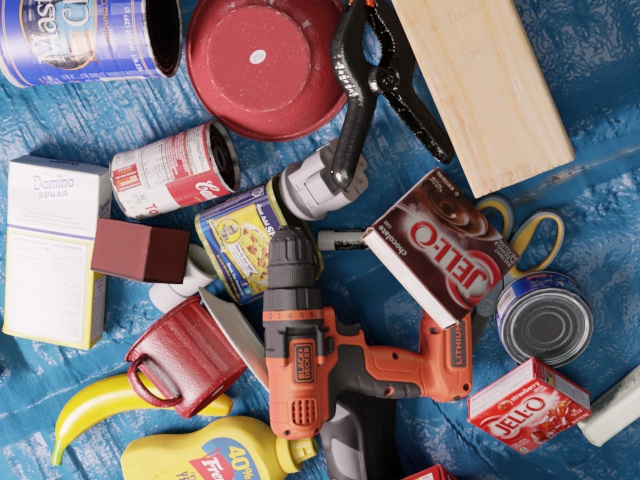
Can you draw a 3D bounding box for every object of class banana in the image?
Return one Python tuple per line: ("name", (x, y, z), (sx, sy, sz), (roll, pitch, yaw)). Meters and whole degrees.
("banana", (-0.186, 0.165, 1.065), (0.198, 0.037, 0.069), (-18, 96, 11))

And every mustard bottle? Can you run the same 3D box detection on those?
("mustard bottle", (-0.094, 0.224, 1.056), (0.192, 0.058, 0.096), (-16, 103, 14))

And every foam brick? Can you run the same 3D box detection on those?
("foam brick", (-0.167, 0.010, 0.990), (0.078, 0.052, 0.051), (9, 92, 39))

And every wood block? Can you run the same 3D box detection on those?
("wood block", (0.132, -0.153, 0.891), (0.090, 0.090, 0.206), (-22, 100, 14))

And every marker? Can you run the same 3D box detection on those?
("marker", (0.058, -0.001, 0.985), (0.121, 0.020, 0.020), (-1, 105, 11))

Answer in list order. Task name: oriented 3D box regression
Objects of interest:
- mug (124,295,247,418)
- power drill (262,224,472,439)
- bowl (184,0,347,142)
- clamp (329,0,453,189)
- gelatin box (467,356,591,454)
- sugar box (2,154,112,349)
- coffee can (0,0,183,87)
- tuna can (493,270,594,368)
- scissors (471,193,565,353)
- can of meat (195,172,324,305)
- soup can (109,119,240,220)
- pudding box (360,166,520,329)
("mug", (-0.128, 0.116, 0.993), (0.081, 0.117, 0.093), (48, 127, 9))
("power drill", (0.040, 0.078, 0.945), (0.187, 0.057, 0.184), (0, 88, -18))
("bowl", (-0.049, -0.162, 0.940), (0.162, 0.055, 0.162), (3, 105, 9))
("clamp", (0.060, -0.133, 0.927), (0.120, 0.039, 0.171), (-5, 96, -31))
("gelatin box", (0.190, 0.153, 0.976), (0.073, 0.030, 0.089), (33, 128, -21))
("sugar box", (-0.254, 0.011, 1.032), (0.093, 0.048, 0.176), (10, 103, 8))
("coffee can", (-0.203, -0.190, 0.935), (0.140, 0.102, 0.103), (-2, 105, 11))
("tuna can", (0.201, 0.073, 0.962), (0.086, 0.034, 0.086), (0, 114, -1))
("scissors", (0.142, 0.042, 0.984), (0.096, 0.016, 0.202), (38, 109, 0))
("can of meat", (-0.056, 0.001, 0.987), (0.084, 0.057, 0.102), (-22, 101, 17))
("soup can", (-0.133, -0.063, 0.976), (0.102, 0.068, 0.068), (-16, 102, 14))
("pudding box", (0.105, 0.007, 0.929), (0.113, 0.039, 0.090), (47, 65, 2))
